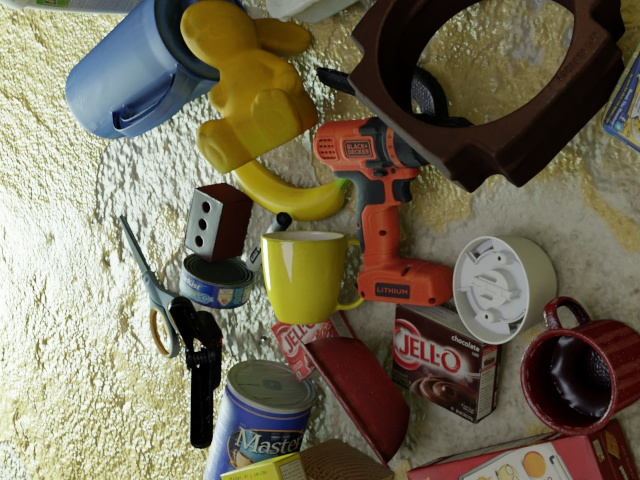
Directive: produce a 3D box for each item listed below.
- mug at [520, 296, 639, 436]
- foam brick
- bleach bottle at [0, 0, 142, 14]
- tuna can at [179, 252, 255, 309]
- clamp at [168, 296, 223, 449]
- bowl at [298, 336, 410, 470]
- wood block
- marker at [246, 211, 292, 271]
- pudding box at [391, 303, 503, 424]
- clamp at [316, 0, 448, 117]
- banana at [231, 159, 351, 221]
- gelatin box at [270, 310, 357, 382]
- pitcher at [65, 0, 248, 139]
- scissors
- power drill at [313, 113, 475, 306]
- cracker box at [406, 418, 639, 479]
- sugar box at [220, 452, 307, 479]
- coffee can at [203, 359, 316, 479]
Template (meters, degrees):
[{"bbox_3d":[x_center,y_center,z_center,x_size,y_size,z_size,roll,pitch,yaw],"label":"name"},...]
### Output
[{"bbox_3d":[0.230,0.104,0.931,0.093,0.081,0.117,-34,74,41],"label":"mug"},{"bbox_3d":[-0.120,-0.022,1.258,0.053,0.051,0.078,29,116,36],"label":"foam brick"},{"bbox_3d":[-0.285,-0.311,1.224,0.068,0.250,0.103,48,126,26],"label":"bleach bottle"},{"bbox_3d":[-0.121,0.046,1.247,0.086,0.085,0.034,31,119,35],"label":"tuna can"},{"bbox_3d":[-0.134,0.142,1.213,0.036,0.210,0.164,-7,89,2],"label":"clamp"},{"bbox_3d":[0.044,0.155,1.098,0.055,0.162,0.162,-35,67,-5],"label":"bowl"},{"bbox_3d":[0.004,0.338,1.179,0.091,0.090,0.206,24,114,38],"label":"wood block"},{"bbox_3d":[-0.058,0.001,1.201,0.020,0.020,0.121,62,149,16],"label":"marker"},{"bbox_3d":[0.123,0.116,1.054,0.114,0.039,0.090,22,123,38],"label":"pudding box"},{"bbox_3d":[0.076,-0.161,1.059,0.171,0.039,0.120,45,129,21],"label":"clamp"},{"bbox_3d":[-0.040,-0.061,1.190,0.198,0.037,0.069,16,89,39],"label":"banana"},{"bbox_3d":[-0.009,0.105,1.190,0.089,0.030,0.073,-43,68,38],"label":"gelatin box"},{"bbox_3d":[-0.200,-0.197,1.246,0.243,0.149,0.145,-23,93,46],"label":"pitcher"},{"bbox_3d":[-0.207,0.052,1.377,0.096,0.016,0.202,-19,84,42],"label":"scissors"},{"bbox_3d":[0.084,-0.032,1.039,0.185,0.057,0.187,3,110,43],"label":"power drill"},{"bbox_3d":[0.201,0.269,0.996,0.214,0.071,0.164,-24,81,42],"label":"cracker box"},{"bbox_3d":[-0.039,0.319,1.121,0.094,0.048,0.176,-25,79,43],"label":"sugar box"},{"bbox_3d":[-0.070,0.222,1.218,0.103,0.102,0.140,31,117,35],"label":"coffee can"}]
